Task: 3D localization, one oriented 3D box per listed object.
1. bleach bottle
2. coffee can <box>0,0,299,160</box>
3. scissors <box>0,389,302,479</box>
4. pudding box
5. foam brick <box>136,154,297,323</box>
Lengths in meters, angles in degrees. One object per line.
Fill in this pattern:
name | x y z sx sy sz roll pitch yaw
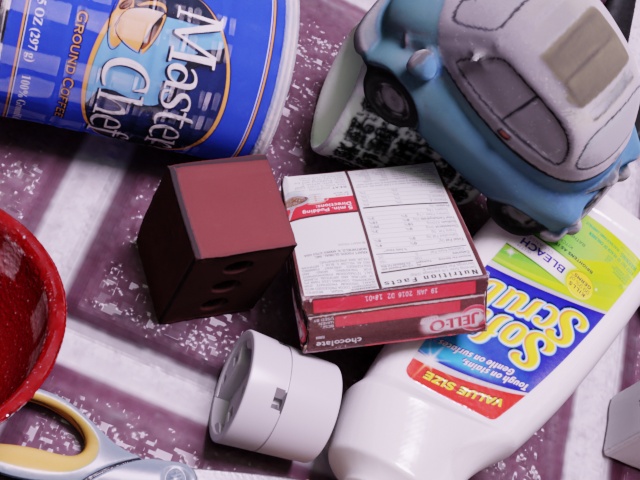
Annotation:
bleach bottle | 0.088 0.066 0.553 0.102 0.068 0.250 39 54 6
coffee can | -0.093 -0.101 0.549 0.140 0.103 0.103 11 59 -18
scissors | -0.079 0.125 0.481 0.201 0.016 0.096 23 57 -11
pudding box | 0.028 0.005 0.539 0.090 0.039 0.113 -6 36 -5
foam brick | -0.053 0.001 0.525 0.052 0.078 0.051 -9 67 -25
